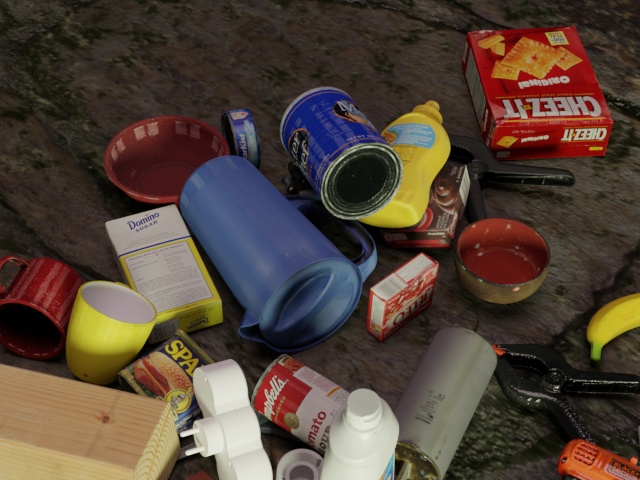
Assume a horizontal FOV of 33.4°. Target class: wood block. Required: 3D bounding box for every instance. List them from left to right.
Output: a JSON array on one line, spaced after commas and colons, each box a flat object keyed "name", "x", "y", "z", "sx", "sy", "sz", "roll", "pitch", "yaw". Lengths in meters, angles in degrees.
[{"name": "wood block", "x": -0.257, "y": 0.199, "z": 1.071, "sx": 0.206, "sy": 0.090, "sz": 0.090, "roll": 10, "pitch": 46, "yaw": 14}]

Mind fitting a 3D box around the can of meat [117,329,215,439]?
[{"name": "can of meat", "x": -0.156, "y": 0.158, "z": 1.145, "sx": 0.083, "sy": 0.057, "sz": 0.102, "roll": -33, "pitch": 56, "yaw": -26}]

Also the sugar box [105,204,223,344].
[{"name": "sugar box", "x": -0.188, "y": 0.037, "z": 1.268, "sx": 0.093, "sy": 0.048, "sz": 0.176, "roll": -16, "pitch": 45, "yaw": -16}]

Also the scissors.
[{"name": "scissors", "x": -0.066, "y": 0.207, "z": 1.127, "sx": 0.201, "sy": 0.016, "sz": 0.096, "roll": -34, "pitch": 56, "yaw": -29}]

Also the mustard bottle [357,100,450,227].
[{"name": "mustard bottle", "x": 0.109, "y": -0.104, "z": 1.331, "sx": 0.096, "sy": 0.058, "sz": 0.191, "roll": 3, "pitch": 51, "yaw": 33}]

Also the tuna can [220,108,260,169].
[{"name": "tuna can", "x": -0.105, "y": -0.129, "z": 1.400, "sx": 0.033, "sy": 0.086, "sz": 0.086, "roll": -11, "pitch": 47, "yaw": -14}]

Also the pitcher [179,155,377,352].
[{"name": "pitcher", "x": -0.058, "y": 0.002, "z": 1.250, "sx": 0.149, "sy": 0.145, "sz": 0.243, "roll": 9, "pitch": 30, "yaw": -44}]

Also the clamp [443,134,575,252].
[{"name": "clamp", "x": 0.214, "y": -0.087, "z": 1.395, "sx": 0.164, "sy": 0.036, "sz": 0.210, "roll": -31, "pitch": 52, "yaw": -16}]

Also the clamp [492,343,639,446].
[{"name": "clamp", "x": 0.266, "y": 0.156, "z": 1.167, "sx": 0.120, "sy": 0.039, "sz": 0.172, "roll": -34, "pitch": 55, "yaw": -31}]

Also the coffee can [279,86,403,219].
[{"name": "coffee can", "x": 0.023, "y": -0.105, "z": 1.258, "sx": 0.102, "sy": 0.103, "sz": 0.140, "roll": -15, "pitch": 39, "yaw": -15}]

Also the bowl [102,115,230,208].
[{"name": "bowl", "x": -0.197, "y": -0.091, "z": 1.382, "sx": 0.162, "sy": 0.055, "sz": 0.162, "roll": 1, "pitch": 46, "yaw": -1}]

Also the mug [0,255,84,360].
[{"name": "mug", "x": -0.322, "y": 0.065, "z": 1.195, "sx": 0.093, "sy": 0.117, "sz": 0.081, "roll": -25, "pitch": 29, "yaw": 32}]

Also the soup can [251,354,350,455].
[{"name": "soup can", "x": -0.011, "y": 0.172, "z": 1.104, "sx": 0.102, "sy": 0.068, "sz": 0.068, "roll": 30, "pitch": 52, "yaw": 21}]

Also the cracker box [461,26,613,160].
[{"name": "cracker box", "x": 0.299, "y": -0.211, "z": 1.497, "sx": 0.164, "sy": 0.072, "sz": 0.213, "roll": -3, "pitch": 47, "yaw": -4}]

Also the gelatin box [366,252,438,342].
[{"name": "gelatin box", "x": 0.095, "y": 0.065, "z": 1.227, "sx": 0.089, "sy": 0.073, "sz": 0.030, "roll": -33, "pitch": 56, "yaw": -29}]

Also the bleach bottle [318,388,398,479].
[{"name": "bleach bottle", "x": 0.029, "y": 0.223, "z": 0.951, "sx": 0.068, "sy": 0.251, "sz": 0.102, "roll": 21, "pitch": 49, "yaw": 18}]

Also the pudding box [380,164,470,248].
[{"name": "pudding box", "x": 0.133, "y": -0.042, "z": 1.331, "sx": 0.090, "sy": 0.039, "sz": 0.113, "roll": -1, "pitch": 46, "yaw": 25}]
